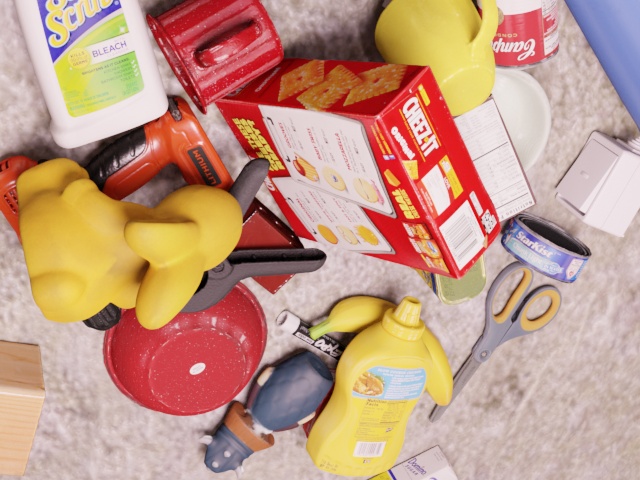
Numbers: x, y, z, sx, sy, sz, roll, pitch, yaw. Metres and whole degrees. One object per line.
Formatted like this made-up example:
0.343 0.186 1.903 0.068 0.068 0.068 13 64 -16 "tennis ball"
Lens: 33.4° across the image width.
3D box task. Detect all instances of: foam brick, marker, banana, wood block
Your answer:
-0.056 0.001 0.980 0.051 0.053 0.078 -44 121 6 "foam brick"
0.006 0.105 1.073 0.121 0.020 0.020 33 102 -29 "marker"
0.078 0.105 1.088 0.197 0.037 0.070 31 109 -29 "banana"
-0.355 0.136 0.927 0.205 0.090 0.091 11 111 -23 "wood block"

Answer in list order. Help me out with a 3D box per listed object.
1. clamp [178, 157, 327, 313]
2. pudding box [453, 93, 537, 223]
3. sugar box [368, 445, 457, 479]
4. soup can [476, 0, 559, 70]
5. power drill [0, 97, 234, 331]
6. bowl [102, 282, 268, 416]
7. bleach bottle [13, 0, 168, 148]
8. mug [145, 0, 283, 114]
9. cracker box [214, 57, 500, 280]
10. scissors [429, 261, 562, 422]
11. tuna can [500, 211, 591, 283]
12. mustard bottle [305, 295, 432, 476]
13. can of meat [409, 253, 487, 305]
-0.090 0.004 0.918 0.171 0.039 0.120 -23 114 -3 "clamp"
0.126 -0.062 0.931 0.090 0.039 0.113 -27 111 -5 "pudding box"
0.073 0.308 1.182 0.176 0.048 0.093 -25 121 -4 "sugar box"
0.166 -0.206 0.907 0.068 0.068 0.102 -19 126 -9 "soup can"
-0.167 -0.024 0.927 0.187 0.057 0.184 -30 124 -4 "power drill"
-0.122 0.110 1.012 0.162 0.055 0.162 -8 117 -15 "bowl"
-0.201 -0.204 0.824 0.102 0.068 0.251 -21 118 -8 "bleach bottle"
-0.080 -0.160 0.857 0.081 0.117 0.093 -32 106 -7 "mug"
0.029 -0.066 0.880 0.072 0.214 0.164 -45 124 -22 "cracker box"
0.192 0.115 1.143 0.096 0.016 0.202 10 112 -23 "scissors"
0.223 0.007 1.057 0.086 0.086 0.034 18 110 -26 "tuna can"
0.057 0.139 1.042 0.096 0.058 0.192 7 116 -27 "mustard bottle"
0.116 0.000 1.019 0.057 0.084 0.102 -19 120 -9 "can of meat"
